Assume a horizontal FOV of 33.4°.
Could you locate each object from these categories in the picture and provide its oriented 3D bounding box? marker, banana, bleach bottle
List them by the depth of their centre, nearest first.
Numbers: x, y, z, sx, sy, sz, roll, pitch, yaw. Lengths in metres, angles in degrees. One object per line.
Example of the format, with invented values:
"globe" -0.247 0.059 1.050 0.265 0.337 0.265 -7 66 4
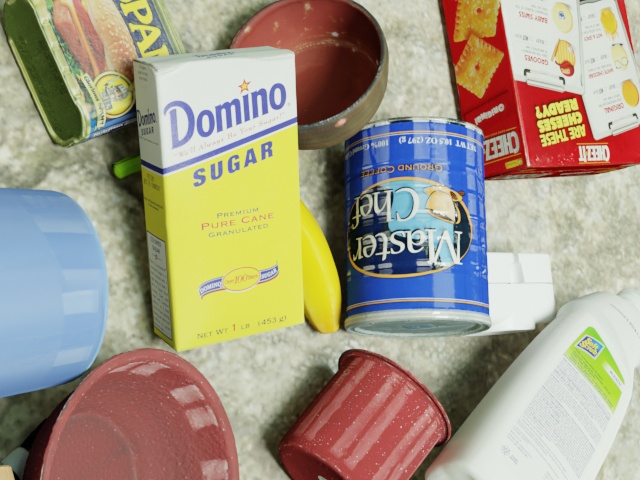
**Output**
"marker" -0.186 0.143 0.592 0.121 0.020 0.020 -45 108 -34
"banana" -0.046 -0.016 0.723 0.197 0.037 0.069 39 87 -21
"bleach bottle" 0.181 0.121 0.780 0.250 0.068 0.102 -40 96 -38

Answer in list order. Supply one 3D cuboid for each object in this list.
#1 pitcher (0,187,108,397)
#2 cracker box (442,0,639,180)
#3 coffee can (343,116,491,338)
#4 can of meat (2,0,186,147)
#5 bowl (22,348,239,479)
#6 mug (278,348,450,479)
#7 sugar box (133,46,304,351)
"pitcher" -0.225 0.036 0.510 0.242 0.145 0.149 -3 76 -41
"cracker box" 0.188 -0.161 0.903 0.163 0.072 0.214 -5 84 -37
"coffee can" 0.068 -0.006 0.760 0.102 0.103 0.140 8 75 -35
"can of meat" -0.137 -0.116 0.660 0.083 0.058 0.102 -27 97 -35
"bowl" -0.115 0.143 0.605 0.161 0.055 0.162 14 73 -55
"mug" 0.028 0.141 0.719 0.081 0.093 0.117 -47 145 -29
"sugar box" -0.060 -0.027 0.660 0.093 0.048 0.176 -12 111 -28
